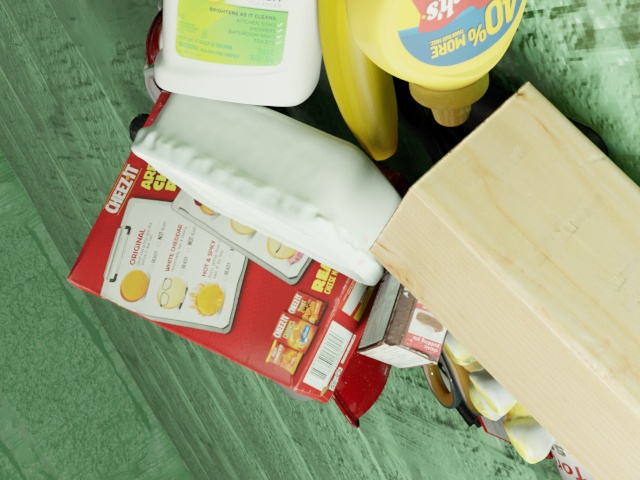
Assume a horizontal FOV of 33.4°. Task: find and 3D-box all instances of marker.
[{"bbox_3d":[0.096,0.107,0.892,0.121,0.020,0.020,51,160,20],"label":"marker"}]

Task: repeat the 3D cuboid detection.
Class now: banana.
[{"bbox_3d":[0.027,-0.134,0.570,0.070,0.037,0.198,41,140,30],"label":"banana"}]

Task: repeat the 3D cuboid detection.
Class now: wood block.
[{"bbox_3d":[0.135,0.036,0.524,0.206,0.090,0.091,46,159,7],"label":"wood block"}]

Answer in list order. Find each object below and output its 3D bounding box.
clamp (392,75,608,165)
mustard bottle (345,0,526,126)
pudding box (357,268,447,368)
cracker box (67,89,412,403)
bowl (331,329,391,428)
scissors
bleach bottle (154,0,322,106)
[{"bbox_3d":[0.070,-0.078,0.638,0.210,0.036,0.165,47,159,18],"label":"clamp"},{"bbox_3d":[0.055,-0.131,0.497,0.058,0.096,0.191,41,155,38],"label":"mustard bottle"},{"bbox_3d":[0.059,0.032,0.668,0.039,0.090,0.113,18,171,-1],"label":"pudding box"},{"bbox_3d":[-0.055,0.001,0.776,0.214,0.164,0.072,22,172,29],"label":"cracker box"},{"bbox_3d":[0.019,0.083,0.948,0.162,0.055,0.162,63,-177,-6],"label":"bowl"},{"bbox_3d":[0.073,0.042,0.797,0.202,0.016,0.096,64,159,19],"label":"scissors"},{"bbox_3d":[-0.041,-0.202,0.584,0.102,0.068,0.251,9,123,8],"label":"bleach bottle"}]
